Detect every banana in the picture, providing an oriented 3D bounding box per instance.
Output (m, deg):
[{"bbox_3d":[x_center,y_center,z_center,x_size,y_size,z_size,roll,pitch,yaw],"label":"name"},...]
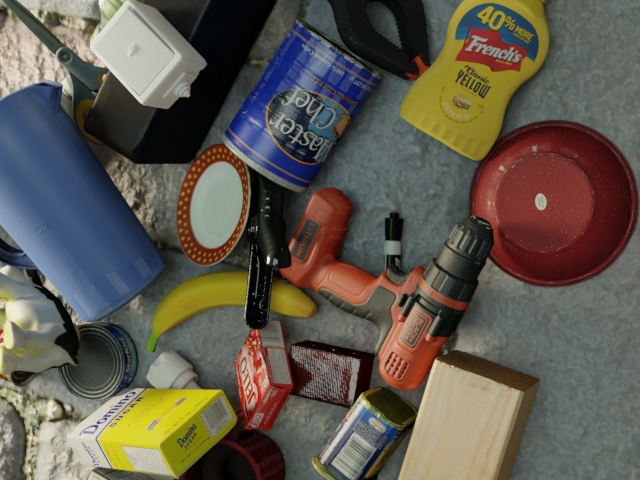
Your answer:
[{"bbox_3d":[-0.100,0.066,1.127,0.198,0.037,0.069,-14,89,19],"label":"banana"}]

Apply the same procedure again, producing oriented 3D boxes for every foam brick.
[{"bbox_3d":[0.009,0.134,1.080,0.078,0.053,0.051,10,94,19],"label":"foam brick"}]

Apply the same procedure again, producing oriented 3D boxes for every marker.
[{"bbox_3d":[0.071,0.032,1.073,0.020,0.020,0.121,3,92,20],"label":"marker"}]

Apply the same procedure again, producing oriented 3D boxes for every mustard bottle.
[{"bbox_3d":[0.161,-0.179,1.013,0.096,0.058,0.192,31,100,0],"label":"mustard bottle"}]

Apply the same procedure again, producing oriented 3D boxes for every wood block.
[{"bbox_3d":[0.130,0.219,1.017,0.090,0.090,0.206,19,98,19],"label":"wood block"}]

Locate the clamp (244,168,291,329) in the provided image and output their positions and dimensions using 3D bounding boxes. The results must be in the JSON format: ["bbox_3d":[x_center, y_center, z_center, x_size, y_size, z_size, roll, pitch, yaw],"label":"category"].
[{"bbox_3d":[-0.057,0.001,1.074,0.039,0.171,0.120,13,132,-16],"label":"clamp"}]

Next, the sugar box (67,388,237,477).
[{"bbox_3d":[-0.175,0.192,1.089,0.177,0.093,0.048,-5,115,45],"label":"sugar box"}]

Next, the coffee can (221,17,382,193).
[{"bbox_3d":[-0.019,-0.133,1.058,0.103,0.102,0.140,38,103,15],"label":"coffee can"}]

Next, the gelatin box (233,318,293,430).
[{"bbox_3d":[-0.059,0.136,1.079,0.089,0.030,0.073,-104,32,-43],"label":"gelatin box"}]

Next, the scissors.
[{"bbox_3d":[-0.277,-0.177,1.146,0.201,0.016,0.096,30,94,-12],"label":"scissors"}]

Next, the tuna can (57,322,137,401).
[{"bbox_3d":[-0.247,0.134,1.183,0.086,0.033,0.086,0,91,20],"label":"tuna can"}]

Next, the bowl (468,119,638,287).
[{"bbox_3d":[0.213,-0.035,1.001,0.162,0.055,0.162,0,91,20],"label":"bowl"}]

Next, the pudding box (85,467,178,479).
[{"bbox_3d":[-0.184,0.274,1.133,0.114,0.090,0.039,23,98,18],"label":"pudding box"}]

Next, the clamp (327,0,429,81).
[{"bbox_3d":[0.030,-0.243,1.036,0.164,0.036,0.210,-30,95,-21],"label":"clamp"}]

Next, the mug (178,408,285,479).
[{"bbox_3d":[-0.086,0.231,1.101,0.093,0.081,0.117,5,93,20],"label":"mug"}]

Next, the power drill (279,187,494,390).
[{"bbox_3d":[0.061,0.025,1.032,0.188,0.057,0.184,36,109,28],"label":"power drill"}]

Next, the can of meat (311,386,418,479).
[{"bbox_3d":[0.047,0.193,1.042,0.057,0.102,0.084,37,101,15],"label":"can of meat"}]

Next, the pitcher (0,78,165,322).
[{"bbox_3d":[-0.281,-0.033,1.116,0.144,0.149,0.243,-40,101,-26],"label":"pitcher"}]
